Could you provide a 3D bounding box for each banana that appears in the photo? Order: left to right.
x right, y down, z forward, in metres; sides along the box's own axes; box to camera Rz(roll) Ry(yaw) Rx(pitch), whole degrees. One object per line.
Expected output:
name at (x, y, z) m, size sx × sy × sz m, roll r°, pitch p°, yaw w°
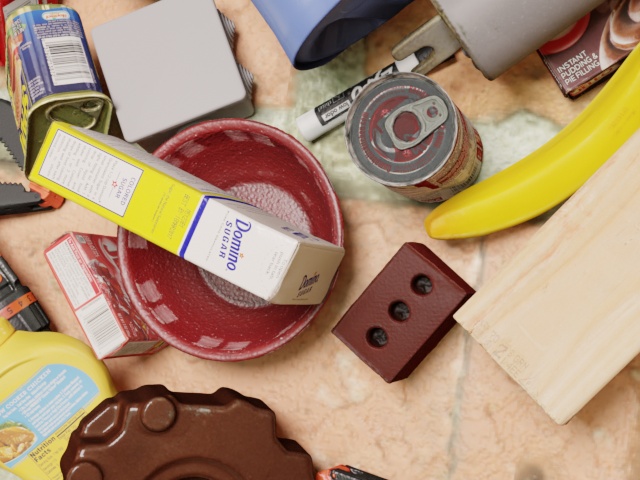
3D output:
banana at (0.151, -0.061, 0.661) m, size 0.198 × 0.069 × 0.037 m, roll -46°, pitch 30°, yaw 20°

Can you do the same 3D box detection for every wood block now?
wood block at (0.187, 0.003, 0.630) m, size 0.206 × 0.090 × 0.090 m, roll -46°, pitch 75°, yaw 9°

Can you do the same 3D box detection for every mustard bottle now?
mustard bottle at (-0.177, 0.119, 0.715) m, size 0.096 × 0.058 × 0.191 m, roll -40°, pitch 101°, yaw 0°

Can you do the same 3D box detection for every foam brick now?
foam brick at (0.056, 0.046, 0.689) m, size 0.053 × 0.051 × 0.078 m, roll 41°, pitch 98°, yaw 16°

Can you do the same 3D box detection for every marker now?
marker at (0.039, -0.104, 0.723) m, size 0.121 × 0.020 × 0.020 m, roll -29°, pitch 78°, yaw 13°

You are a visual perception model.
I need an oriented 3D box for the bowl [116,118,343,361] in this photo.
bowl at (-0.055, 0.001, 0.725) m, size 0.162 × 0.055 × 0.162 m, roll -1°, pitch 85°, yaw 18°

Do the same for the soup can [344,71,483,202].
soup can at (0.061, -0.061, 0.668) m, size 0.069 × 0.102 × 0.068 m, roll -1°, pitch 85°, yaw 18°

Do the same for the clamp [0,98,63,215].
clamp at (-0.281, -0.087, 0.812) m, size 0.210 × 0.036 × 0.164 m, roll 20°, pitch 81°, yaw 13°

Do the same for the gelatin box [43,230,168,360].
gelatin box at (-0.145, 0.037, 0.742) m, size 0.030 × 0.073 × 0.089 m, roll -34°, pitch 76°, yaw 14°

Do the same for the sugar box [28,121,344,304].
sugar box at (-0.080, -0.015, 0.656) m, size 0.176 × 0.093 × 0.048 m, roll 28°, pitch 96°, yaw 18°

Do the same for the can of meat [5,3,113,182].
can of meat at (-0.187, -0.103, 0.748) m, size 0.057 × 0.102 × 0.084 m, roll -10°, pitch 64°, yaw -22°
